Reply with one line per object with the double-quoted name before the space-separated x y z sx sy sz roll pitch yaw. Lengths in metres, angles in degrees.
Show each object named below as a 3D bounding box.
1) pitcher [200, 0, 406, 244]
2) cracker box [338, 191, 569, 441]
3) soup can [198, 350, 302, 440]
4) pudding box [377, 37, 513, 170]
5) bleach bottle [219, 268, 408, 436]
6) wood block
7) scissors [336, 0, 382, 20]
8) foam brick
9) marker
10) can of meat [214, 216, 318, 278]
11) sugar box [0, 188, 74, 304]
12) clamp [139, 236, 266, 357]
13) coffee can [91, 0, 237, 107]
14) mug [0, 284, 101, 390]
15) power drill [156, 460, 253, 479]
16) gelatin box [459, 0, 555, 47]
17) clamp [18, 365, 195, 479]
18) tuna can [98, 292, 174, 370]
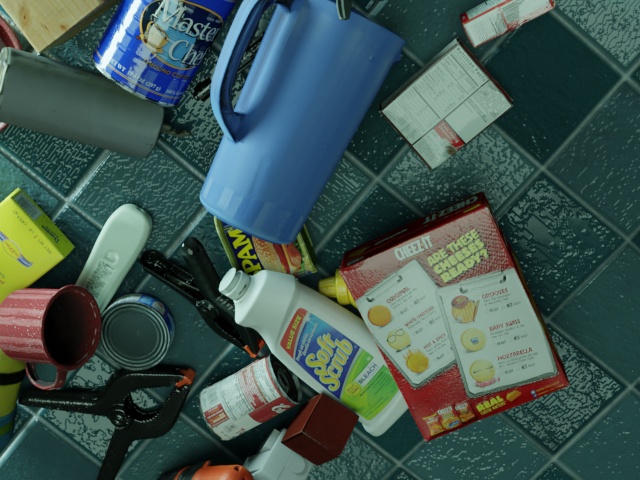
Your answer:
"pitcher" -0.033 -0.126 1.059 0.149 0.145 0.243 27 98 5
"cracker box" 0.139 0.080 1.107 0.164 0.072 0.213 -24 104 12
"soup can" -0.081 0.179 1.226 0.102 0.068 0.068 -30 103 15
"pudding box" 0.130 -0.141 1.114 0.114 0.039 0.090 -40 100 14
"bleach bottle" -0.007 0.112 1.167 0.250 0.068 0.103 34 108 -21
"wood block" -0.303 -0.304 1.078 0.090 0.090 0.206 -33 102 15
"scissors" 0.039 -0.235 1.020 0.096 0.202 0.016 20 119 -26
"foam brick" -0.001 0.210 1.181 0.051 0.078 0.053 34 64 -6
"marker" -0.088 -0.187 1.132 0.121 0.020 0.020 -36 101 16
"can of meat" -0.058 0.002 1.172 0.084 0.057 0.102 -19 105 9
"sugar box" -0.378 0.029 1.219 0.176 0.048 0.093 -37 101 15
"clamp" -0.118 0.061 1.181 0.171 0.120 0.039 41 66 -12
"coffee can" -0.155 -0.222 1.083 0.103 0.102 0.140 32 109 -5
"mug" -0.303 0.106 1.180 0.082 0.093 0.117 0 93 31
"power drill" -0.096 0.333 1.258 0.187 0.057 0.185 44 147 -20
"gelatin box" 0.185 -0.228 1.061 0.089 0.073 0.030 -26 105 12
"clamp" -0.235 0.216 1.271 0.210 0.036 0.164 -23 104 13
"tuna can" -0.212 0.104 1.233 0.086 0.033 0.086 2 108 5
